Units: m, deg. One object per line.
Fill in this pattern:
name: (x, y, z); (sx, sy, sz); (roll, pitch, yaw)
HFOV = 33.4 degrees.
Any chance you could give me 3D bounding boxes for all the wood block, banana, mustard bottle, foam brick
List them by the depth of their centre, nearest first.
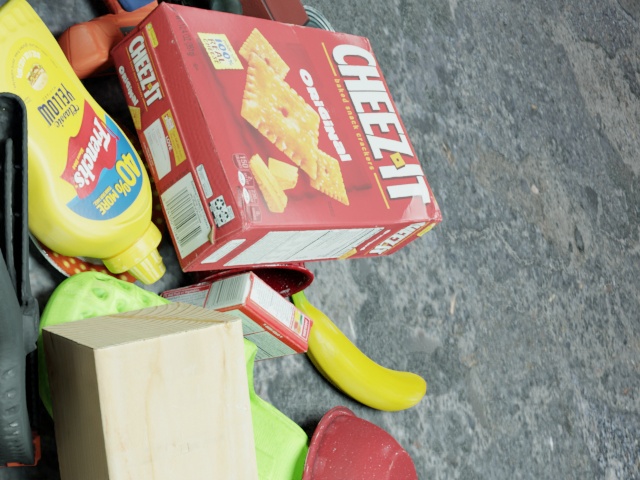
wood block: (-0.092, 0.148, 0.617); (0.090, 0.091, 0.206); (-10, 99, -31)
mustard bottle: (-0.158, -0.048, 0.659); (0.191, 0.058, 0.096); (55, 34, -23)
foam brick: (-0.059, -0.180, 0.879); (0.053, 0.078, 0.051); (60, 36, -23)
banana: (0.038, 0.109, 0.931); (0.197, 0.037, 0.069); (43, 45, -38)

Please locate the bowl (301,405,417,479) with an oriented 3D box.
bowl: (0.039, 0.211, 0.837); (0.162, 0.055, 0.162); (-4, 90, -68)

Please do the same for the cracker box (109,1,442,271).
cracker box: (-0.024, -0.070, 0.749); (0.213, 0.072, 0.164); (-3, 68, -48)

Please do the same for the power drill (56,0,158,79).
power drill: (-0.174, -0.209, 0.744); (0.184, 0.057, 0.187); (-21, 95, -53)

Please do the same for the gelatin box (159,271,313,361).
gelatin box: (-0.062, 0.058, 0.761); (0.073, 0.089, 0.030); (41, 48, -39)

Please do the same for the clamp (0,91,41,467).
clamp: (-0.169, 0.045, 0.562); (0.164, 0.036, 0.210); (-108, -160, -63)

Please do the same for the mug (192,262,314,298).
mug: (-0.055, 0.001, 0.809); (0.117, 0.093, 0.081); (71, 9, -71)
